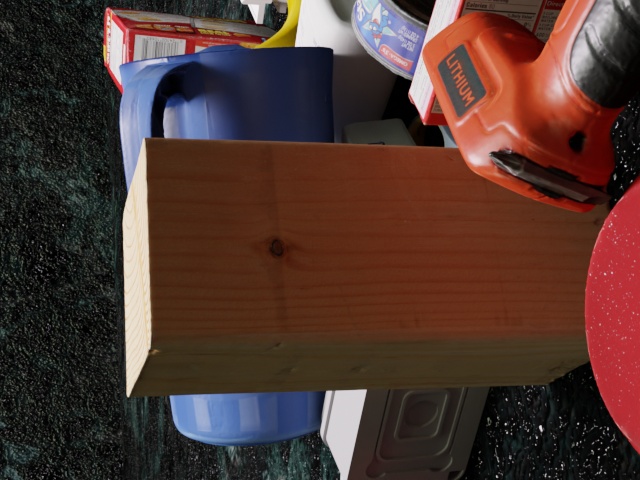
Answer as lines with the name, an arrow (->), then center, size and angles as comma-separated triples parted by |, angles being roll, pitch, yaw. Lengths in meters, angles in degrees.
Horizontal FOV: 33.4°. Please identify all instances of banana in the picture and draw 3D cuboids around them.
banana -> -0.025, -0.169, 0.849 | 0.037, 0.069, 0.197 | -61, -2, 41

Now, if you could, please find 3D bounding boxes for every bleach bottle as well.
bleach bottle -> 0.004, -0.088, 0.798 | 0.251, 0.068, 0.102 | 106, 157, -49

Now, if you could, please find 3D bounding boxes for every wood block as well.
wood block -> 0.021, 0.014, 0.478 | 0.090, 0.205, 0.091 | 125, 142, -63

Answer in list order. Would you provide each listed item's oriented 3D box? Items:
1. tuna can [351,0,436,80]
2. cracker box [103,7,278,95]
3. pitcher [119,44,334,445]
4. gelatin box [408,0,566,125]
tuna can -> 0.062, -0.120, 0.555 | 0.034, 0.086, 0.086 | 111, 154, -47
cracker box -> -0.122, -0.180, 1.051 | 0.214, 0.164, 0.072 | -133, 48, -67
pitcher -> -0.054, 0.001, 0.665 | 0.145, 0.149, 0.243 | -170, 74, -69
gelatin box -> 0.087, -0.095, 0.486 | 0.030, 0.073, 0.089 | -108, 24, -47
